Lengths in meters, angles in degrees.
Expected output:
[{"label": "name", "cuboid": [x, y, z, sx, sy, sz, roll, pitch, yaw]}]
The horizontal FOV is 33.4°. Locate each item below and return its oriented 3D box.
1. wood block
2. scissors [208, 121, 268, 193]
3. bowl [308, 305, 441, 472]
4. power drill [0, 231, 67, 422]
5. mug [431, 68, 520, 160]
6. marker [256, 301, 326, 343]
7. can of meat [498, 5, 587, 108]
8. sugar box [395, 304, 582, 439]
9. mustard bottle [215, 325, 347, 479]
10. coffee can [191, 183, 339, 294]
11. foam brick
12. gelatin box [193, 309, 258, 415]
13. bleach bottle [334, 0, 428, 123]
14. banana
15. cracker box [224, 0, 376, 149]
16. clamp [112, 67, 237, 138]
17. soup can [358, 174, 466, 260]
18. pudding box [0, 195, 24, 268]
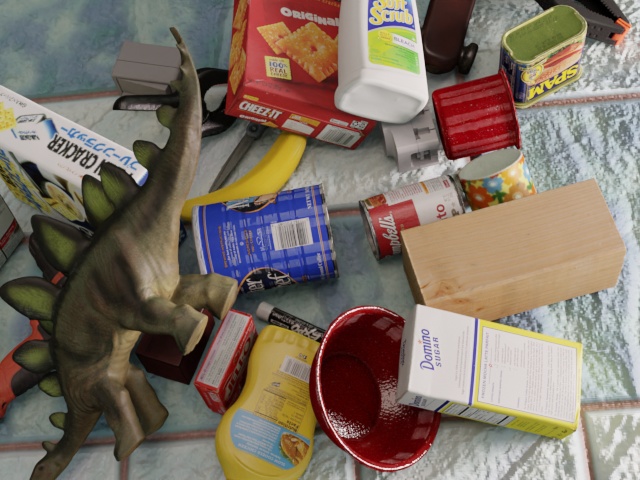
[{"label": "wood block", "cuboid": [0.195, 0.019, 1.098, 0.206, 0.090, 0.091, -16, 61, -1]}, {"label": "scissors", "cuboid": [-0.056, -0.132, 1.251, 0.096, 0.016, 0.201, 11, 64, 13]}, {"label": "bowl", "cuboid": [0.043, 0.147, 1.041, 0.161, 0.055, 0.162, 15, 65, -35]}, {"label": "power drill", "cuboid": [-0.315, 0.091, 1.140, 0.187, 0.057, 0.184, -36, 64, -12]}, {"label": "mug", "cuboid": [0.171, -0.143, 1.195, 0.081, 0.093, 0.117, -14, 31, 5]}, {"label": "marker", "cuboid": [-0.012, 0.096, 1.122, 0.121, 0.020, 0.020, 23, 67, 18]}, {"label": "can of meat", "cuboid": [0.252, -0.211, 1.217, 0.102, 0.084, 0.057, -29, 62, -9]}, {"label": "sugar box", "cuboid": [0.165, 0.129, 1.039, 0.176, 0.048, 0.093, 13, 62, -6]}, {"label": "mustard bottle", "cuboid": [-0.050, 0.187, 1.054, 0.096, 0.058, 0.191, 25, 67, -5]}, {"label": "coffee can", "cuboid": [-0.057, 0.001, 1.131, 0.140, 0.103, 0.103, -10, 61, 1]}, {"label": "foam brick", "cuboid": [-0.151, 0.101, 1.119, 0.053, 0.051, 0.078, 15, 65, 15]}, {"label": "gelatin box", "cuboid": [-0.093, 0.125, 1.086, 0.030, 0.073, 0.089, 16, 65, 14]}, {"label": "bleach bottle", "cuboid": [0.061, -0.256, 1.202, 0.102, 0.068, 0.251, 11, 59, -25]}, {"label": "banana", "cuboid": [-0.083, -0.069, 1.202, 0.197, 0.037, 0.069, -31, 80, -16]}, {"label": "cracker box", "cuboid": [-0.018, -0.227, 1.227, 0.164, 0.072, 0.213, 14, 60, -21]}, {"label": "clamp", "cuboid": [-0.155, -0.153, 1.230, 0.039, 0.120, 0.171, 14, 56, 50]}, {"label": "soup can", "cuboid": [0.099, -0.025, 1.145, 0.102, 0.068, 0.068, -17, 61, -2]}, {"label": "pudding box", "cuboid": [-0.375, -0.002, 1.166, 0.039, 0.113, 0.090, 25, 68, 15]}]
